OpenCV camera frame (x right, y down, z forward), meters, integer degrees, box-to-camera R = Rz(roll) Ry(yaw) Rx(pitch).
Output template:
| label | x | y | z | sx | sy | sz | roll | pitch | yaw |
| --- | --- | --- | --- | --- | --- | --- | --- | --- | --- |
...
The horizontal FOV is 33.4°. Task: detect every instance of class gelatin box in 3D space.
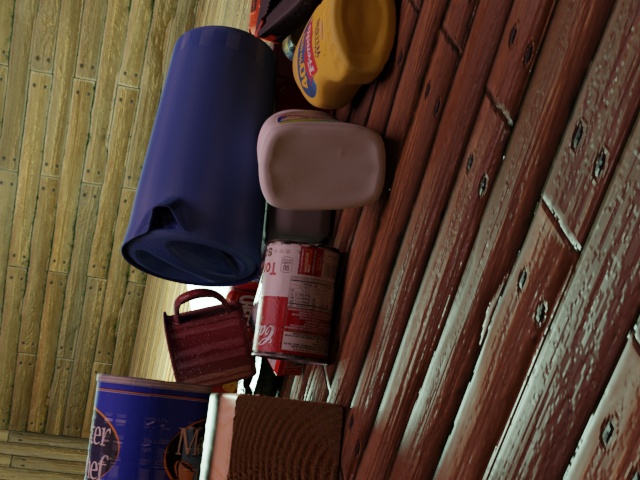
| label | x | y | z | sx | sy | sz | roll | pitch | yaw |
| --- | --- | --- | --- | --- | --- | --- | --- | --- | --- |
| gelatin box | -0.037 | 0.077 | 1.045 | 0.089 | 0.030 | 0.073 | -123 | 41 | -50 |

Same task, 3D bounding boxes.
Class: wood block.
| label | x | y | z | sx | sy | sz | roll | pitch | yaw |
| --- | --- | --- | --- | --- | --- | --- | --- | --- | --- |
| wood block | -0.052 | 0.182 | 0.940 | 0.206 | 0.090 | 0.090 | 150 | 127 | -75 |

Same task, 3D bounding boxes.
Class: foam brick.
| label | x | y | z | sx | sy | sz | roll | pitch | yaw |
| --- | --- | --- | --- | --- | --- | --- | --- | --- | --- |
| foam brick | -0.038 | -0.190 | 1.220 | 0.078 | 0.053 | 0.051 | 135 | 142 | -68 |

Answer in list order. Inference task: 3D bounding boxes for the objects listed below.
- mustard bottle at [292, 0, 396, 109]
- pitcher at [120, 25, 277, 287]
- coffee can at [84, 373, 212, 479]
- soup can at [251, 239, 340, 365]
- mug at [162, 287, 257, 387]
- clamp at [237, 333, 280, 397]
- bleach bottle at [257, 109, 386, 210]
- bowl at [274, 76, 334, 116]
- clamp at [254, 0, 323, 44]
| label | x | y | z | sx | sy | sz | roll | pitch | yaw |
| --- | --- | --- | --- | --- | --- | --- | --- | --- | --- |
| mustard bottle | 0.014 | -0.170 | 0.959 | 0.192 | 0.058 | 0.096 | 150 | 119 | -75 |
| pitcher | -0.107 | -0.079 | 1.057 | 0.149 | 0.144 | 0.243 | -31 | 47 | 56 |
| coffee can | -0.155 | 0.193 | 0.940 | 0.103 | 0.102 | 0.140 | 152 | 125 | -75 |
| soup can | -0.020 | 0.055 | 0.939 | 0.069 | 0.068 | 0.102 | 153 | 125 | -75 |
| mug | -0.114 | 0.099 | 1.094 | 0.093 | 0.081 | 0.117 | -112 | 10 | -62 |
| clamp | -0.066 | 0.175 | 1.126 | 0.120 | 0.039 | 0.171 | -14 | 63 | 60 |
| bleach bottle | -0.016 | -0.081 | 0.932 | 0.251 | 0.102 | 0.068 | -129 | 40 | -74 |
| bowl | -0.031 | -0.110 | 1.129 | 0.162 | 0.055 | 0.162 | -171 | 90 | -77 |
| clamp | -0.007 | -0.284 | 1.002 | 0.210 | 0.036 | 0.165 | -55 | 40 | 30 |
